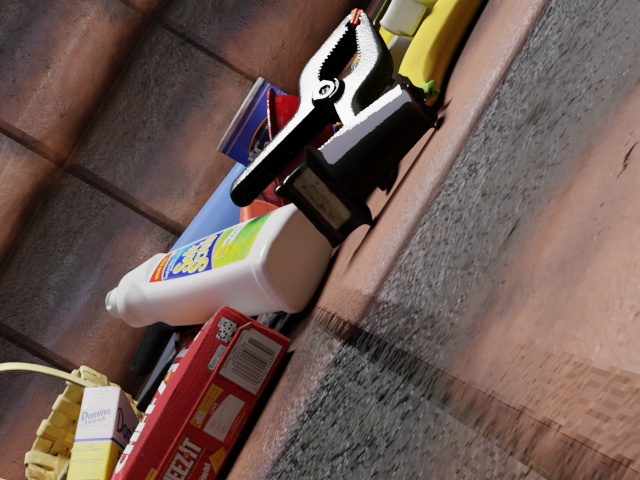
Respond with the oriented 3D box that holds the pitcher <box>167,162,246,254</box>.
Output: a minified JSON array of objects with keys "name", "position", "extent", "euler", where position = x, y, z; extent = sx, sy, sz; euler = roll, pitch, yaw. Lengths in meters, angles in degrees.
[{"name":"pitcher","position":[-0.138,0.002,1.631],"extent":[0.243,0.145,0.149],"euler":[-55,18,1]}]

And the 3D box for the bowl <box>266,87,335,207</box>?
[{"name":"bowl","position":[-0.010,-0.075,1.049],"extent":[0.162,0.055,0.162],"euler":[-10,-90,-85]}]

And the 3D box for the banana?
[{"name":"banana","position":[0.103,-0.164,0.904],"extent":[0.070,0.037,0.197],"euler":[-26,29,42]}]

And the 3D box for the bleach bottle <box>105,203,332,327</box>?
[{"name":"bleach bottle","position":[-0.110,0.039,0.976],"extent":[0.251,0.068,0.102],"euler":[-17,30,37]}]

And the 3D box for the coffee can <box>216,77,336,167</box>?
[{"name":"coffee can","position":[-0.040,-0.117,1.287],"extent":[0.103,0.140,0.103],"euler":[-58,6,10]}]

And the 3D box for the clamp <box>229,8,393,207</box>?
[{"name":"clamp","position":[0.004,-0.116,0.945],"extent":[0.165,0.036,0.210],"euler":[-11,51,32]}]

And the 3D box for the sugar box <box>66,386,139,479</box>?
[{"name":"sugar box","position":[-0.211,0.238,1.034],"extent":[0.093,0.048,0.176],"euler":[78,-168,-48]}]

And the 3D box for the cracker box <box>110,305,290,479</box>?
[{"name":"cracker box","position":[-0.112,0.153,0.918],"extent":[0.164,0.072,0.214],"euler":[-61,6,-17]}]

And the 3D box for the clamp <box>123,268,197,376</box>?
[{"name":"clamp","position":[-0.162,0.057,1.121],"extent":[0.172,0.039,0.120],"euler":[-40,60,40]}]
